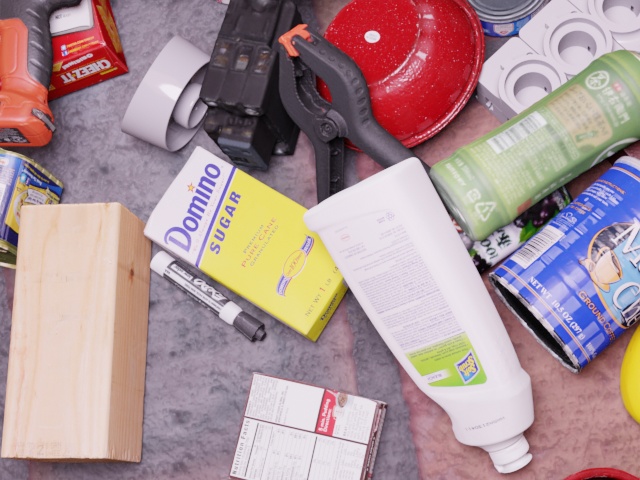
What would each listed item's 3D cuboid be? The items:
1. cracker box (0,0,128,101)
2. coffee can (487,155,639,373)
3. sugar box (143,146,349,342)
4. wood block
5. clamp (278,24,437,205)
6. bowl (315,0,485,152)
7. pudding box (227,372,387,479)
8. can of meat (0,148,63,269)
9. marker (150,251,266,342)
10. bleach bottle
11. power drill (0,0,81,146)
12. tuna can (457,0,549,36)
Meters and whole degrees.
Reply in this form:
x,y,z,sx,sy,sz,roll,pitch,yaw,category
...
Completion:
x,y,z,sx,sy,sz,roll,pitch,yaw,category
-0.289,-0.232,1.002,0.164,0.072,0.214,-20,72,5,cracker box
0.215,0.019,0.823,0.140,0.102,0.103,-41,72,-1,coffee can
-0.056,0.001,0.910,0.176,0.048,0.093,30,83,15,sugar box
-0.200,0.080,0.895,0.090,0.090,0.206,-2,75,10,wood block
0.024,-0.093,0.859,0.120,0.039,0.171,-7,118,32,clamp
0.053,-0.157,0.897,0.162,0.055,0.162,-13,64,27,bowl
-0.010,0.162,0.865,0.113,0.039,0.090,10,79,15,pudding box
-0.272,-0.026,0.931,0.057,0.102,0.084,10,76,14,can of meat
-0.096,0.049,0.920,0.121,0.020,0.020,34,84,17,marker
0.088,0.067,0.831,0.103,0.068,0.251,-24,95,38,bleach bottle
-0.288,-0.176,0.916,0.184,0.057,0.187,2,75,9,power drill
0.158,-0.222,0.931,0.086,0.033,0.086,-3,76,10,tuna can
